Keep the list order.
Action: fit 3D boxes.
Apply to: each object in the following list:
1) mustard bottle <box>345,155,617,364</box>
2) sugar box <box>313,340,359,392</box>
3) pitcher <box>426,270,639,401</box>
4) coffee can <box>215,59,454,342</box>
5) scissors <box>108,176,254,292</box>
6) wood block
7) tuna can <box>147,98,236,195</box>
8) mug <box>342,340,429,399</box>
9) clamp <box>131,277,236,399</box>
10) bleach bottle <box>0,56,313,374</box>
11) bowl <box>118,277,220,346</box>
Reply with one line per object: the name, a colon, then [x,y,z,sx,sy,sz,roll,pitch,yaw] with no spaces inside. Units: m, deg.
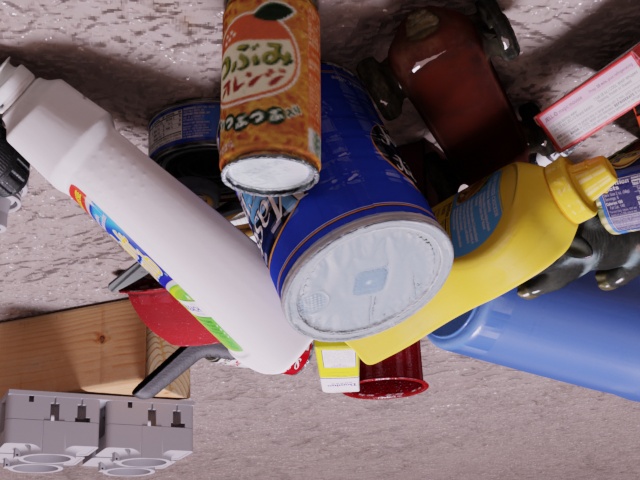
mustard bottle: [0.097,0.002,0.671,0.192,0.096,0.058,-32,111,26]
sugar box: [0.015,0.082,1.022,0.048,0.093,0.176,-1,158,0]
pitcher: [0.207,0.062,0.969,0.242,0.145,0.149,14,141,-28]
coffee can: [0.005,-0.025,0.639,0.102,0.140,0.103,-15,141,-12]
scissors: [-0.119,-0.003,0.785,0.202,0.016,0.096,-20,149,32]
wood block: [-0.247,0.126,1.108,0.206,0.091,0.090,-11,157,20]
tuna can: [-0.074,-0.061,0.724,0.086,0.034,0.086,-2,159,-1]
mug: [0.065,0.124,1.152,0.093,0.081,0.117,-1,158,-5]
clamp: [-0.112,0.070,1.008,0.171,0.120,0.039,-19,-163,-11]
bleach bottle: [-0.109,-0.018,0.676,0.250,0.068,0.103,43,168,-18]
bowl: [-0.087,0.054,0.907,0.162,0.055,0.162,-9,-177,0]
